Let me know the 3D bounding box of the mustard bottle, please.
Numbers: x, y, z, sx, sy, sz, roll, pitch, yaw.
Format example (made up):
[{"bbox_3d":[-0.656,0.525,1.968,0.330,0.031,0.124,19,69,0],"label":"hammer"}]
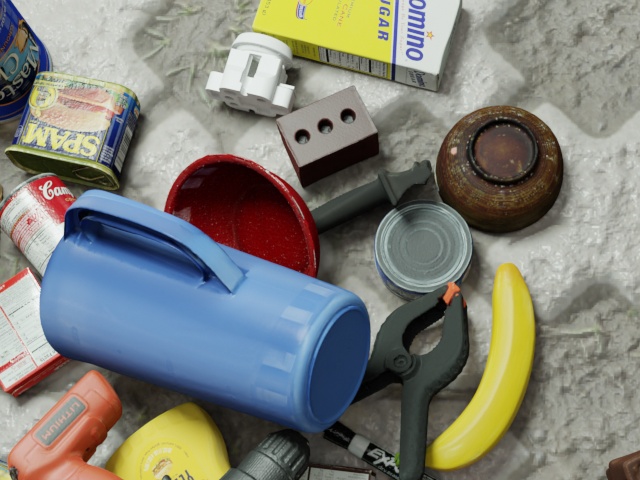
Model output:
[{"bbox_3d":[-0.089,0.227,0.834,0.096,0.058,0.192,-36,58,-3],"label":"mustard bottle"}]

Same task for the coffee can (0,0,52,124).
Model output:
[{"bbox_3d":[-0.311,-0.177,0.952,0.103,0.140,0.103,-1,74,5],"label":"coffee can"}]

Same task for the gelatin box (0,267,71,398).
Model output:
[{"bbox_3d":[-0.260,0.080,0.931,0.073,0.030,0.089,-34,74,-6],"label":"gelatin box"}]

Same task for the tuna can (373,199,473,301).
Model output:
[{"bbox_3d":[0.088,0.008,0.918,0.086,0.034,0.086,-1,74,5],"label":"tuna can"}]

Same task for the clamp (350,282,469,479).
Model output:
[{"bbox_3d":[0.073,0.114,0.862,0.120,0.039,0.171,38,81,27],"label":"clamp"}]

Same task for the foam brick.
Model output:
[{"bbox_3d":[0.006,-0.092,0.945,0.078,0.051,0.053,-25,73,-2],"label":"foam brick"}]

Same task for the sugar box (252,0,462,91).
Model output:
[{"bbox_3d":[0.035,-0.205,0.978,0.176,0.048,0.093,14,76,10],"label":"sugar box"}]

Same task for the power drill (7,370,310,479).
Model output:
[{"bbox_3d":[-0.124,0.177,0.799,0.188,0.057,0.184,30,59,25],"label":"power drill"}]

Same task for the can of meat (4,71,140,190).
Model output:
[{"bbox_3d":[-0.221,-0.100,0.967,0.102,0.057,0.084,12,73,8],"label":"can of meat"}]

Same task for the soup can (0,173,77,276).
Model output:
[{"bbox_3d":[-0.226,0.000,0.931,0.068,0.068,0.102,-41,75,-7],"label":"soup can"}]

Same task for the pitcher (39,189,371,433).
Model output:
[{"bbox_3d":[-0.090,0.054,0.820,0.243,0.149,0.145,15,93,28],"label":"pitcher"}]

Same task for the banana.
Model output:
[{"bbox_3d":[0.137,0.113,0.876,0.069,0.037,0.197,31,74,0],"label":"banana"}]

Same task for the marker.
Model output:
[{"bbox_3d":[0.054,0.182,0.878,0.121,0.020,0.020,29,78,12],"label":"marker"}]

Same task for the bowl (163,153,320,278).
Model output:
[{"bbox_3d":[-0.056,0.001,0.898,0.162,0.055,0.162,12,112,33],"label":"bowl"}]
